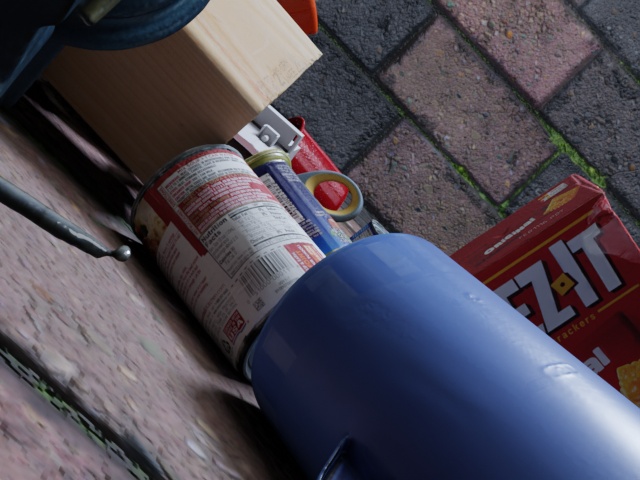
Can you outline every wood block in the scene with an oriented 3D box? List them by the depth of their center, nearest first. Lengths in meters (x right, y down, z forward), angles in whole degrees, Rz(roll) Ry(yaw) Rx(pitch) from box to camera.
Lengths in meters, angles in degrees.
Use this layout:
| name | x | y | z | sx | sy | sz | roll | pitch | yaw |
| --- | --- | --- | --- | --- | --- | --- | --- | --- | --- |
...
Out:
| name | x | y | z | sx | sy | sz | roll | pitch | yaw |
| --- | --- | --- | --- | --- | --- | --- | --- | --- | --- |
| wood block | -0.110 | -0.137 | 0.564 | 0.206 | 0.091 | 0.090 | 48 | 37 | -8 |

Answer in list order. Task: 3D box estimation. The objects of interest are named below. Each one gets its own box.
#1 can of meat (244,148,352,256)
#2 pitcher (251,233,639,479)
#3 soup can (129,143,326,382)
| name | x | y | z | sx | sy | sz | roll | pitch | yaw |
| --- | --- | --- | --- | --- | --- | --- | --- | --- | --- |
| can of meat | -0.018 | 0.013 | 0.606 | 0.084 | 0.057 | 0.102 | 52 | -16 | 31 |
| pitcher | 0.068 | 0.104 | 0.400 | 0.243 | 0.145 | 0.149 | 45 | -8 | 40 |
| soup can | -0.038 | 0.011 | 0.519 | 0.102 | 0.068 | 0.068 | 49 | 6 | 28 |
